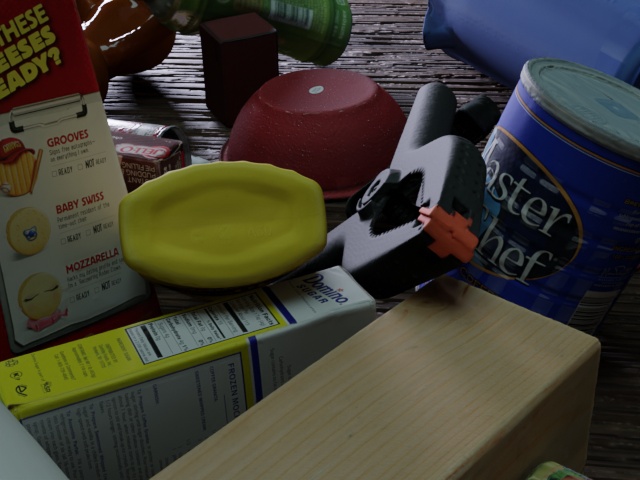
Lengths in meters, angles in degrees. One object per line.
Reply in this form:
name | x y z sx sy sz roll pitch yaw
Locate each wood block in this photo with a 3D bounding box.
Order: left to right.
wood block | 0.024 0.108 0.454 0.091 0.090 0.205 23 38 36

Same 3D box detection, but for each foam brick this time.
foam brick | -0.067 -0.143 0.898 0.051 0.078 0.053 -15 35 -21

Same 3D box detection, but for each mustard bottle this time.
mustard bottle | -0.054 0.001 0.576 0.096 0.058 0.192 -7 -5 -7

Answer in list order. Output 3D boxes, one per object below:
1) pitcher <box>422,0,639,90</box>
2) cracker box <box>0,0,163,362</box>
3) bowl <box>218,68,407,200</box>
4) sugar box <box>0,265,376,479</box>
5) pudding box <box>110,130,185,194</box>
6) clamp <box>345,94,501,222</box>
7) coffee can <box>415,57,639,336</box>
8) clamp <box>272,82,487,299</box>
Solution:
pitcher | 0.212 -0.174 0.876 0.144 0.149 0.243 12 22 -37
cracker box | -0.187 -0.019 0.561 0.072 0.214 0.163 11 32 43
bowl | -0.001 -0.092 0.827 0.162 0.055 0.162 -2 30 1
sugar box | -0.059 0.080 0.506 0.176 0.093 0.048 -16 33 -23
pudding box | -0.140 -0.025 0.690 0.114 0.090 0.039 10 31 22
clamp | 0.079 -0.061 0.755 0.120 0.039 0.171 -33 0 19
coffee can | 0.125 -0.012 0.571 0.102 0.140 0.103 18 28 -10
clamp | 0.046 -0.025 0.574 0.164 0.036 0.210 -54 13 -6
